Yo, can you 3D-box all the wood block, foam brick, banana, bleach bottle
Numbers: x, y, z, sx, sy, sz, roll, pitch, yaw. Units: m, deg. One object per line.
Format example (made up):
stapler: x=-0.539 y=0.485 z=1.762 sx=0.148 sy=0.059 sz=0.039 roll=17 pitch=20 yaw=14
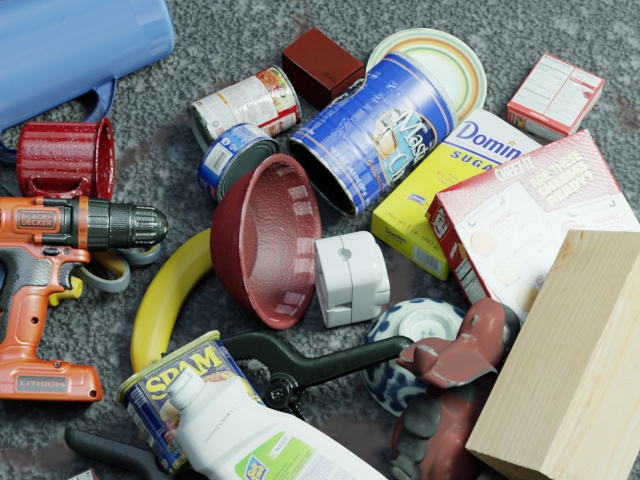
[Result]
wood block: x=0.214 y=0.102 z=0.854 sx=0.090 sy=0.091 sz=0.206 roll=37 pitch=73 yaw=-27
foam brick: x=0.002 y=-0.180 z=1.149 sx=0.053 sy=0.051 sz=0.078 roll=-39 pitch=65 yaw=-19
banana: x=-0.128 y=0.048 z=1.020 sx=0.070 sy=0.037 sz=0.197 roll=32 pitch=64 yaw=18
bleach bottle: x=-0.018 y=0.188 z=0.855 sx=0.251 sy=0.068 sz=0.102 roll=43 pitch=68 yaw=-6

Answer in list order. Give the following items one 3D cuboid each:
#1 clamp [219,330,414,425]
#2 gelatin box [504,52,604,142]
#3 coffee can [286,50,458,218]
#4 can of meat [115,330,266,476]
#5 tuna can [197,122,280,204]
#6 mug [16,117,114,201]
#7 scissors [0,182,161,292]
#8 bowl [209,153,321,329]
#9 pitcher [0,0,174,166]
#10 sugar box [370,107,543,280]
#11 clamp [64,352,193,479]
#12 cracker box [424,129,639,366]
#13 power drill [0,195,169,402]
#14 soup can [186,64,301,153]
clamp: x=-0.029 y=0.146 z=0.944 sx=0.210 sy=0.036 sz=0.164 roll=11 pitch=83 yaw=19
gelatin box: x=0.250 y=-0.150 z=1.138 sx=0.073 sy=0.030 sz=0.089 roll=28 pitch=63 yaw=19
coffee can: x=0.051 y=-0.105 z=1.059 sx=0.140 sy=0.103 sz=0.103 roll=-41 pitch=66 yaw=-11
can of meat: x=-0.108 y=0.139 z=0.905 sx=0.101 sy=0.057 sz=0.084 roll=-28 pitch=73 yaw=-28
tuna can: x=-0.082 y=-0.075 z=1.066 sx=0.086 sy=0.086 sz=0.034 roll=-41 pitch=65 yaw=-21
mug: x=-0.254 y=-0.070 z=1.056 sx=0.081 sy=0.093 sz=0.117 roll=1 pitch=37 yaw=-1
scissors: x=-0.236 y=-0.017 z=1.073 sx=0.096 sy=0.016 sz=0.202 roll=-21 pitch=48 yaw=-30
bowl: x=-0.056 y=0.001 z=0.991 sx=0.055 sy=0.162 sz=0.162 roll=0 pitch=56 yaw=26
pitcher: x=-0.279 y=-0.196 z=1.132 sx=0.242 sy=0.149 sz=0.145 roll=-25 pitch=46 yaw=-17
sugar box: x=0.141 y=-0.050 z=1.069 sx=0.093 sy=0.048 sz=0.176 roll=36 pitch=67 yaw=19
clamp: x=-0.139 y=0.192 z=0.926 sx=0.120 sy=0.039 sz=0.171 roll=-32 pitch=68 yaw=-10
cracker box: x=0.216 y=0.029 z=0.977 sx=0.164 sy=0.072 sz=0.214 roll=-23 pitch=76 yaw=-13
power drill: x=-0.232 y=0.052 z=0.967 sx=0.184 sy=0.057 sz=0.187 roll=2 pitch=81 yaw=-10
soup can: x=-0.080 y=-0.131 z=1.111 sx=0.102 sy=0.068 sz=0.068 roll=-27 pitch=62 yaw=-14
